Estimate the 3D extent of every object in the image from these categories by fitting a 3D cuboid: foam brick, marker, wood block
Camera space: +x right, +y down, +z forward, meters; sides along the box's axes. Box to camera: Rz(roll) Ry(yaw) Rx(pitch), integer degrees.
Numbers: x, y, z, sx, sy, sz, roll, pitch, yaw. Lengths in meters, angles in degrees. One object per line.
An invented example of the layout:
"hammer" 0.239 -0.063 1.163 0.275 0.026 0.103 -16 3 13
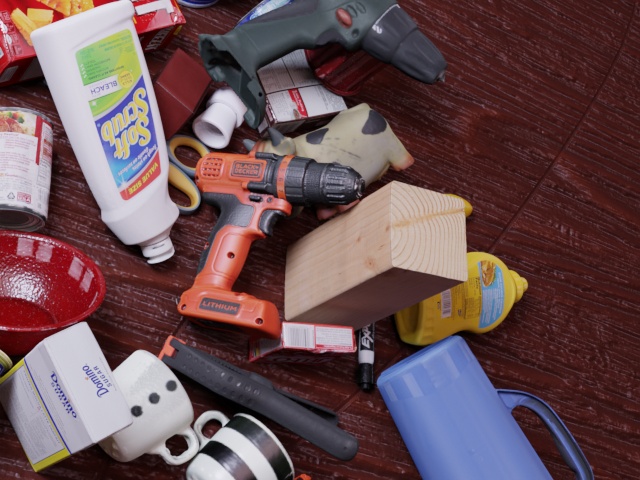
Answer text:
"foam brick" -0.155 -0.154 1.124 0.051 0.053 0.078 39 36 -16
"marker" 0.052 0.107 1.190 0.020 0.020 0.121 15 65 -27
"wood block" 0.052 0.023 1.105 0.090 0.206 0.090 13 65 -28

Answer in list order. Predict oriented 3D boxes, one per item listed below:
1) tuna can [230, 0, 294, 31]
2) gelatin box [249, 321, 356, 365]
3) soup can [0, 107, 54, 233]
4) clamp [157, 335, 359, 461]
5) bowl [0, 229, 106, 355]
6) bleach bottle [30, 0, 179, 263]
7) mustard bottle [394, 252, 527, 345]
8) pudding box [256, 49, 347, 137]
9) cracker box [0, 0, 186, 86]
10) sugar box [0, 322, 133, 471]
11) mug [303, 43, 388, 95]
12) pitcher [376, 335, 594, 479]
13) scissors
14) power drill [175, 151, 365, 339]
"tuna can" -0.061 -0.247 1.211 0.034 0.086 0.086 52 54 -3
"gelatin box" -0.019 0.109 1.110 0.089 0.073 0.030 7 69 -31
"soup can" -0.289 -0.065 1.007 0.068 0.069 0.102 10 67 -29
"clamp" -0.060 0.153 1.057 0.210 0.164 0.036 27 86 2
"bowl" -0.275 0.053 0.950 0.162 0.055 0.162 12 28 -7
"bleach bottle" -0.192 -0.100 1.049 0.102 0.068 0.251 -30 112 -33
"mustard bottle" 0.173 0.063 1.255 0.191 0.058 0.096 -7 97 -36
"pudding box" -0.033 -0.174 1.231 0.113 0.039 0.090 -16 79 -39
"cracker box" -0.266 -0.262 1.094 0.213 0.072 0.164 -22 86 -37
"sugar box" -0.221 0.136 0.906 0.048 0.177 0.093 -25 86 -37
"mug" 0.035 -0.220 1.220 0.093 0.082 0.117 54 44 -6
"pitcher" 0.172 0.225 1.153 0.149 0.145 0.243 -23 82 -50
"scissors" -0.190 -0.115 1.121 0.201 0.016 0.096 49 52 -8
"power drill" -0.057 0.001 1.071 0.057 0.185 0.187 45 55 -59
